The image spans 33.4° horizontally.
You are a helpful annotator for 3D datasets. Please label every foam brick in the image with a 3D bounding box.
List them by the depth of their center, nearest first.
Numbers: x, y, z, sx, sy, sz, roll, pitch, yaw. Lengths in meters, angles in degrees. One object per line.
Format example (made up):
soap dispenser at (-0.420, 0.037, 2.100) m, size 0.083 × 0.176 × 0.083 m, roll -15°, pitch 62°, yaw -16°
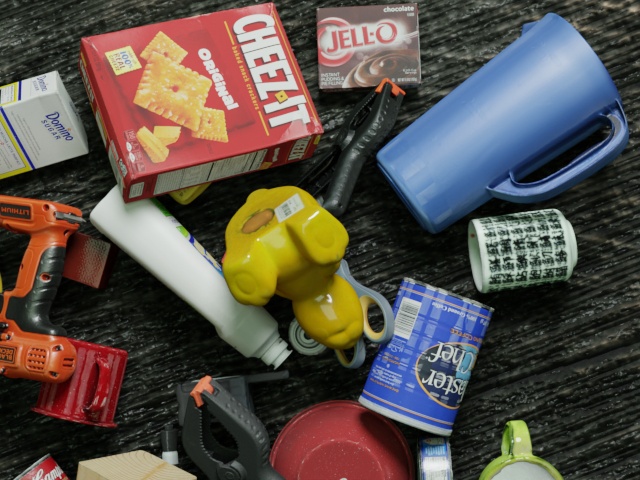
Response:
foam brick at (-0.265, 0.017, 1.164) m, size 0.078 × 0.051 × 0.053 m, roll 18°, pitch 87°, yaw 3°

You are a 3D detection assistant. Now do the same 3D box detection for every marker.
marker at (-0.163, 0.262, 1.164) m, size 0.020 × 0.020 × 0.121 m, roll -3°, pitch 87°, yaw 2°

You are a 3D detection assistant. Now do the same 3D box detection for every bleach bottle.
bleach bottle at (-0.131, 0.041, 1.137) m, size 0.251 × 0.102 × 0.068 m, roll 43°, pitch 89°, yaw 1°

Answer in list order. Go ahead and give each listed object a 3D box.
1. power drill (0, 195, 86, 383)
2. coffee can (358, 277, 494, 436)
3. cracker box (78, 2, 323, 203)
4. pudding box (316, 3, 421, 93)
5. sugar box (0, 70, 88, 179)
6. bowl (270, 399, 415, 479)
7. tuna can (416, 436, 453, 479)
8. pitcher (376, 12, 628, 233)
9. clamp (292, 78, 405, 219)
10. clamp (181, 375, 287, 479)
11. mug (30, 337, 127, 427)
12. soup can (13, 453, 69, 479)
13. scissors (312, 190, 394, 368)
power drill at (-0.325, 0.049, 1.113) m, size 0.185 × 0.057 × 0.187 m, roll 6°, pitch 87°, yaw 23°
coffee can at (0.111, 0.121, 1.120) m, size 0.103 × 0.103 × 0.140 m, roll 20°, pitch 88°, yaw 3°
cracker box at (-0.125, -0.147, 1.110) m, size 0.213 × 0.072 × 0.164 m, roll -16°, pitch 75°, yaw -19°
pudding box at (0.052, -0.209, 1.170) m, size 0.113 × 0.039 × 0.090 m, roll -2°, pitch 87°, yaw 2°
sugar box at (-0.350, -0.114, 1.154) m, size 0.176 × 0.093 × 0.048 m, roll -17°, pitch 45°, yaw -1°
bowl at (0.022, 0.254, 1.140) m, size 0.162 × 0.055 × 0.162 m, roll 0°, pitch 88°, yaw 2°
tuna can at (0.120, 0.249, 1.121) m, size 0.034 × 0.086 × 0.086 m, roll -2°, pitch 87°, yaw 3°
pitcher at (0.188, -0.109, 1.114) m, size 0.243 × 0.149 × 0.145 m, roll -36°, pitch 104°, yaw 3°
clamp at (0.027, -0.095, 1.142) m, size 0.039 × 0.120 × 0.171 m, roll 41°, pitch 73°, yaw -29°
clamp at (-0.076, 0.233, 1.092) m, size 0.165 × 0.036 × 0.210 m, roll -4°, pitch 116°, yaw 22°
mug at (-0.248, 0.149, 1.128) m, size 0.093 × 0.117 × 0.081 m, roll 16°, pitch 82°, yaw -26°
soup can at (-0.287, 0.290, 1.143) m, size 0.068 × 0.068 × 0.102 m, roll -39°, pitch 87°, yaw 0°
scissors at (0.034, 0.033, 1.130) m, size 0.096 × 0.016 × 0.202 m, roll -17°, pitch 74°, yaw 45°
